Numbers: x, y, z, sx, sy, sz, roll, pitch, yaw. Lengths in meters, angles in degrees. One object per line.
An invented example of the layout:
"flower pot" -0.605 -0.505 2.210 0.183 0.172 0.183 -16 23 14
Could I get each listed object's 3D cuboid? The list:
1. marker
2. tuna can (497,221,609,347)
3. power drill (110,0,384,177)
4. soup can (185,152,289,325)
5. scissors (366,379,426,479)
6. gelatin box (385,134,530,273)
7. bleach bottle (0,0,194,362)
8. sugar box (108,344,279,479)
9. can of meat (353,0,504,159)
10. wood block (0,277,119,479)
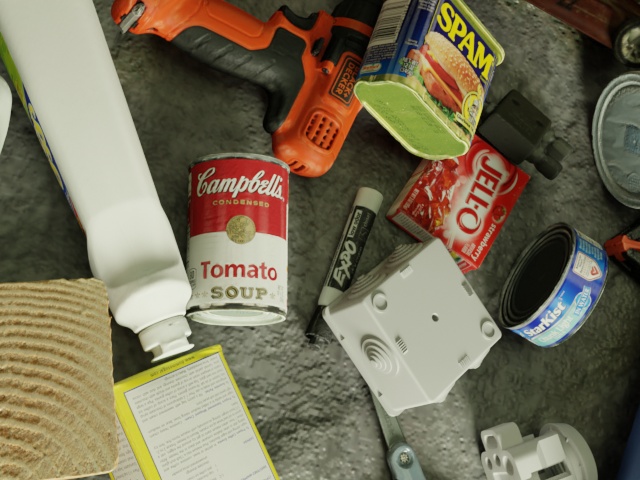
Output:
"marker" 0.016 0.019 0.744 0.020 0.020 0.121 25 70 -11
"tuna can" 0.164 0.032 0.755 0.033 0.086 0.086 30 69 -12
"power drill" -0.035 -0.162 0.741 0.187 0.057 0.184 31 68 -17
"soup can" -0.055 0.001 0.699 0.068 0.069 0.102 5 76 -18
"scissors" 0.044 0.164 0.719 0.096 0.016 0.202 -32 88 -23
"gelatin box" 0.102 -0.032 0.780 0.073 0.030 0.089 37 69 -7
"bleach bottle" -0.137 -0.047 0.661 0.068 0.103 0.251 -21 81 -14
"sugar box" -0.069 0.160 0.653 0.093 0.048 0.176 -19 85 -46
"can of meat" 0.074 -0.116 0.737 0.102 0.058 0.084 39 63 -40
"wood block" -0.168 0.085 0.565 0.090 0.206 0.091 -2 77 -19
